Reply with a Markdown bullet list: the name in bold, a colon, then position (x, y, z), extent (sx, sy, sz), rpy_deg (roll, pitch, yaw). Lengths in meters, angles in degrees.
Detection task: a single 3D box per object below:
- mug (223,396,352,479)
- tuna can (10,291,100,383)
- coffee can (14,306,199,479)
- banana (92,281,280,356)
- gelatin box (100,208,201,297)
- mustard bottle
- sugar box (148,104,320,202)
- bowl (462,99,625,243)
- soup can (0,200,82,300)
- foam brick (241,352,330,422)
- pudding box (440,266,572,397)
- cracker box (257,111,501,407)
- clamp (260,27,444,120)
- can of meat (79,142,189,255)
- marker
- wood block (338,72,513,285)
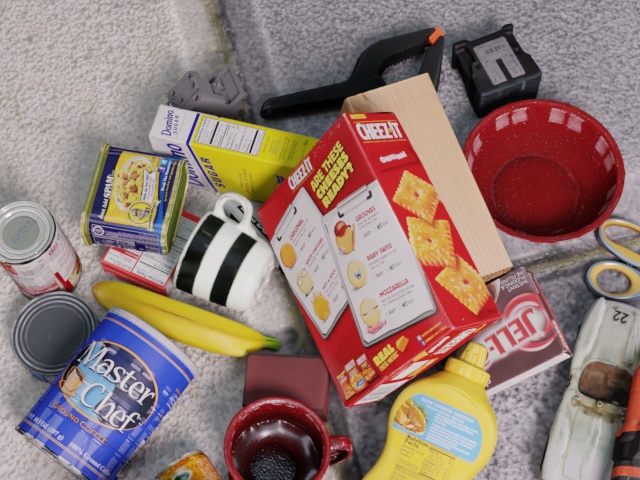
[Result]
- **mug**: position (-0.029, 0.195, 0.952), extent (0.117, 0.081, 0.093), rpy_deg (-10, 62, -12)
- **tuna can**: position (-0.255, 0.095, 1.038), extent (0.086, 0.034, 0.086), rpy_deg (-1, 66, 2)
- **coffee can**: position (-0.193, 0.146, 0.974), extent (0.103, 0.103, 0.140), rpy_deg (31, 71, 15)
- **banana**: position (-0.139, 0.077, 1.024), extent (0.198, 0.069, 0.037), rpy_deg (18, 80, 10)
- **gelatin box**: position (-0.168, 0.006, 1.077), extent (0.073, 0.030, 0.089), rpy_deg (23, 68, 11)
- **mustard bottle**: position (0.102, 0.180, 0.945), extent (0.096, 0.058, 0.191), rpy_deg (22, 84, 18)
- **sugar box**: position (-0.079, -0.080, 1.077), extent (0.176, 0.093, 0.048), rpy_deg (10, 65, 8)
- **bowl**: position (0.219, -0.060, 1.074), extent (0.162, 0.055, 0.162), rpy_deg (-1, 66, 2)
- **soup can**: position (-0.278, 0.012, 1.039), extent (0.068, 0.102, 0.068), rpy_deg (-1, 66, 2)
- **foam brick**: position (-0.030, 0.138, 0.998), extent (0.078, 0.053, 0.051), rpy_deg (2, 66, 5)
- **pudding box**: position (0.164, 0.091, 0.996), extent (0.114, 0.039, 0.090), rpy_deg (-31, 64, 18)
- **cracker box**: position (0.046, 0.017, 0.955), extent (0.071, 0.164, 0.214), rpy_deg (-7, 64, -40)
- **clamp**: position (0.050, -0.156, 1.135), extent (0.165, 0.036, 0.210), rpy_deg (35, 74, 14)
- **can of meat**: position (-0.181, -0.039, 1.049), extent (0.084, 0.057, 0.102), rpy_deg (9, 66, 3)
- **marker**: position (-0.057, 0.001, 1.079), extent (0.020, 0.020, 0.121), rpy_deg (-38, 69, -14)
- **wood block**: position (0.096, -0.042, 1.034), extent (0.090, 0.090, 0.206), rpy_deg (-19, 75, -11)
